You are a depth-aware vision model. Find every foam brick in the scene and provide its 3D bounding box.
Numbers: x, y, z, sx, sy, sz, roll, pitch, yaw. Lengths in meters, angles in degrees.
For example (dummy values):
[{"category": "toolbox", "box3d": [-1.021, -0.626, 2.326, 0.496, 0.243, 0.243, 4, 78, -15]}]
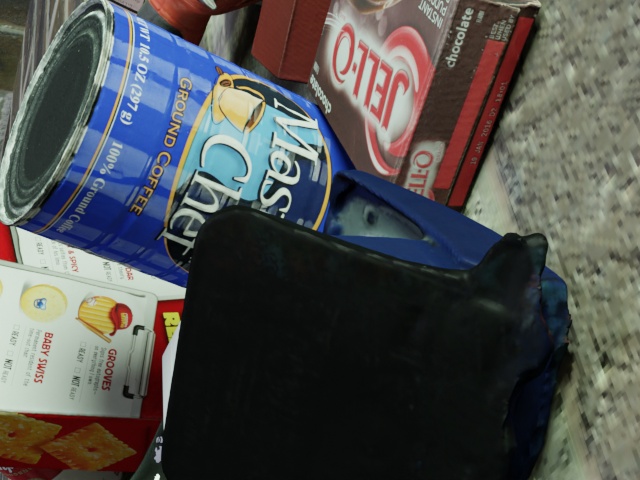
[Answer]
[{"category": "foam brick", "box3d": [0.005, -0.113, 0.497, 0.053, 0.051, 0.078, -124, 45, -60]}]

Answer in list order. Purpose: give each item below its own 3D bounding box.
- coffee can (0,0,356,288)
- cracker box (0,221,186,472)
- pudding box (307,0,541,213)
[{"category": "coffee can", "box3d": [-0.056, -0.031, 0.472, 0.103, 0.140, 0.103, -38, 41, 42]}, {"category": "cracker box", "box3d": [-0.150, 0.048, 0.627, 0.072, 0.213, 0.164, 118, 152, -47]}, {"category": "pudding box", "box3d": [0.035, -0.075, 0.421, 0.113, 0.039, 0.090, -113, 36, -54]}]
